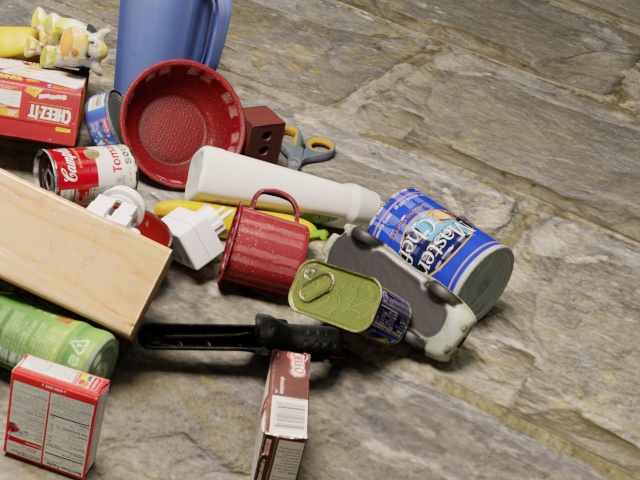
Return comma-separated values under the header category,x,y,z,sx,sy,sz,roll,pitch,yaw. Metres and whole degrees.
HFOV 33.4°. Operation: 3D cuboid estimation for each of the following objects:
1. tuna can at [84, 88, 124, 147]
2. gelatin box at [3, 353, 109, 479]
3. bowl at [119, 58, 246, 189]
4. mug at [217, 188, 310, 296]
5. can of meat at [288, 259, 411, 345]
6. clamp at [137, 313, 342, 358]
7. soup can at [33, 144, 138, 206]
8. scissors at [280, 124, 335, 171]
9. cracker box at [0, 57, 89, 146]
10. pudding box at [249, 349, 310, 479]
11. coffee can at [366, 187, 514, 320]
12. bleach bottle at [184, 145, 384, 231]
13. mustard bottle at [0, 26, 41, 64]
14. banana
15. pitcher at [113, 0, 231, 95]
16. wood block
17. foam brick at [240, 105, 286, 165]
category,x,y,z,sx,sy,sz,roll,pitch,yaw
tuna can,-0.258,-0.142,1.325,0.034,0.086,0.086,-15,28,13
gelatin box,-0.215,0.143,0.866,0.073,0.089,0.030,17,29,5
bowl,-0.178,-0.142,1.335,0.161,0.162,0.055,-1,-3,-24
mug,-0.058,0.001,1.153,0.081,0.117,0.093,15,-11,-8
can of meat,0.032,0.065,1.087,0.102,0.057,0.083,17,-8,32
clamp,-0.057,0.093,1.017,0.165,0.036,0.209,-5,-11,34
soup can,-0.269,-0.074,1.227,0.102,0.068,0.069,-8,37,-34
scissors,-0.018,-0.103,1.432,0.096,0.016,0.202,6,31,-13
cracker box,-0.371,-0.175,1.300,0.164,0.072,0.214,8,13,-12
pudding box,-0.035,0.162,0.911,0.039,0.090,0.113,11,31,-3
coffee can,0.133,0.017,1.210,0.102,0.103,0.140,-18,43,-42
bleach bottle,-0.031,-0.053,1.286,0.250,0.068,0.103,12,-8,-16
mustard bottle,-0.462,-0.253,1.425,0.191,0.058,0.096,-3,-10,-26
banana,-0.090,-0.021,1.225,0.197,0.070,0.037,7,75,-2
pitcher,-0.199,-0.261,1.393,0.145,0.243,0.149,10,31,-8
wood block,-0.249,0.009,0.982,0.206,0.090,0.091,26,-11,-4
foam brick,-0.086,-0.128,1.385,0.052,0.078,0.051,-11,40,-34
